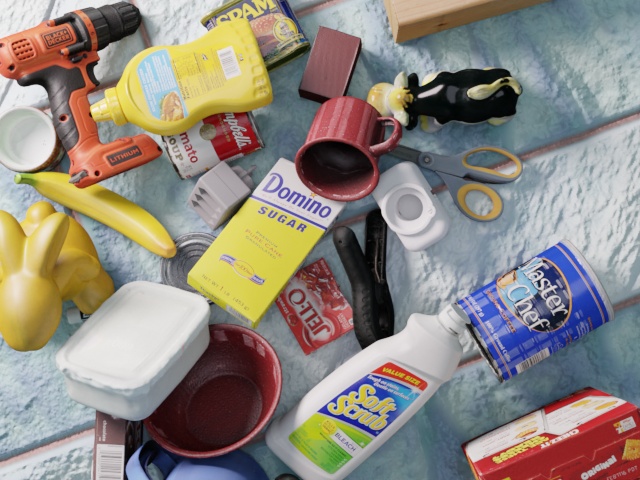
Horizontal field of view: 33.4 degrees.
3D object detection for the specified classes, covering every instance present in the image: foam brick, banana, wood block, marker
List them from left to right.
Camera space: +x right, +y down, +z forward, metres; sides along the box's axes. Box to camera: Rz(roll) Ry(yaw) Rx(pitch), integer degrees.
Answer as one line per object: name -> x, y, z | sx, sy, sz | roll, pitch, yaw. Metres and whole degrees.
banana -> -0.245, -0.032, 1.203 | 0.198, 0.069, 0.037 | 24, 117, 3
marker -> -0.229, 0.077, 1.221 | 0.121, 0.020, 0.020 | -9, 87, 2
foam brick -> 0.011, -0.195, 1.205 | 0.051, 0.053, 0.078 | 18, 88, 3
wood block -> 0.172, -0.296, 1.183 | 0.206, 0.091, 0.090 | -15, 87, 1

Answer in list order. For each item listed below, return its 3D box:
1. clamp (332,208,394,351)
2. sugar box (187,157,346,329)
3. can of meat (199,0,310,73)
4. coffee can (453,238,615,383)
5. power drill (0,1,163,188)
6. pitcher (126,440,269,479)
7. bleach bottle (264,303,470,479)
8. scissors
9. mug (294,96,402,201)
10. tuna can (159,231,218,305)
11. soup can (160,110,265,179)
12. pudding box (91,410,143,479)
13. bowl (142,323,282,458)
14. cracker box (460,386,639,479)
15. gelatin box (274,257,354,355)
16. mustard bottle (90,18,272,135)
clamp -> 0.050, 0.052, 1.167 | 0.039, 0.120, 0.171 | -7, 90, 31
sugar box -> -0.058, 0.001, 1.180 | 0.093, 0.048, 0.176 | 35, 74, 4
can of meat -> -0.072, -0.234, 1.209 | 0.102, 0.057, 0.084 | -27, 90, 2
coffee can -> 0.231, 0.077, 1.159 | 0.140, 0.103, 0.103 | -30, 87, 1
power drill -> -0.250, -0.165, 1.192 | 0.184, 0.057, 0.187 | -28, 95, -32
pitcher -> -0.130, 0.289, 1.096 | 0.149, 0.243, 0.145 | -1, 88, 2
bleach bottle -> 0.058, 0.156, 1.145 | 0.102, 0.068, 0.251 | 42, 108, -3
scissors -> 0.128, -0.071, 1.214 | 0.202, 0.016, 0.096 | 3, 91, 6
mug -> 0.036, -0.106, 1.161 | 0.117, 0.081, 0.093 | -16, 129, 30
tuna can -> -0.139, 0.033, 1.211 | 0.086, 0.034, 0.086 | 0, 88, 2
soup can -> -0.122, -0.117, 1.200 | 0.102, 0.068, 0.068 | -22, 87, 2
pudding box -> -0.221, 0.210, 1.180 | 0.039, 0.090, 0.113 | 4, 88, 4
bowl -> -0.114, 0.174, 1.174 | 0.162, 0.055, 0.162 | -7, 54, 10
cracker box -> 0.239, 0.221, 1.097 | 0.164, 0.213, 0.072 | -24, 87, 1
gelatin box -> -0.007, 0.075, 1.206 | 0.073, 0.030, 0.089 | -29, 86, 1
mustard bottle -> -0.154, -0.165, 1.148 | 0.191, 0.058, 0.096 | -18, 84, -2
